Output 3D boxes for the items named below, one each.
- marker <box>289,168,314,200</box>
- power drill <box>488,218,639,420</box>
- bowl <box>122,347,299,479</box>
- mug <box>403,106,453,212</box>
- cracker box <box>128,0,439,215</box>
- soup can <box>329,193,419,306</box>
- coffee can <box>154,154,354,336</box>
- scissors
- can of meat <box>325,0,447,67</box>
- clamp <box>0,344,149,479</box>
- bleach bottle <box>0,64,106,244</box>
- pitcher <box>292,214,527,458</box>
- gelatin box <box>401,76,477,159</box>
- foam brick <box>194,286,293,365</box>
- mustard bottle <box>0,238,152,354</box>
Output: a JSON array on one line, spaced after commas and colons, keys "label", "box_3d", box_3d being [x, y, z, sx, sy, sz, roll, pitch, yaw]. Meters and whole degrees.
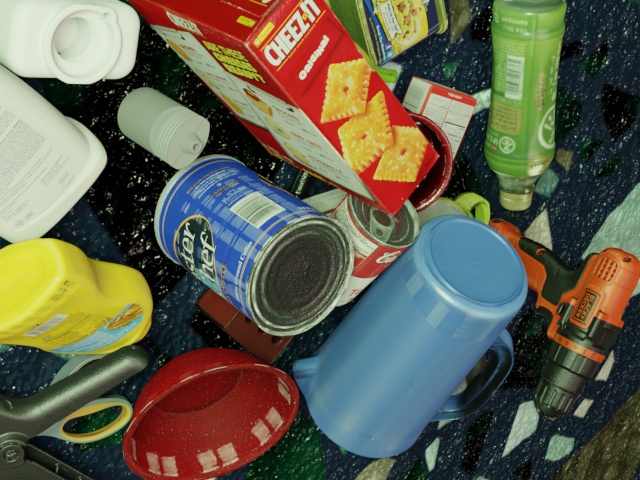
[{"label": "marker", "box_3d": [0.000, -0.092, 0.948, 0.020, 0.020, 0.121, 10, 106, -44]}, {"label": "power drill", "box_3d": [0.223, 0.070, 1.113, 0.057, 0.188, 0.184, 23, 96, -47]}, {"label": "bowl", "box_3d": [-0.103, 0.145, 0.946, 0.162, 0.055, 0.162, -16, 138, -15]}, {"label": "mug", "box_3d": [0.058, -0.087, 0.945, 0.093, 0.081, 0.117, -23, 110, 0]}, {"label": "cracker box", "box_3d": [-0.025, -0.125, 0.805, 0.072, 0.164, 0.213, -52, 136, -8]}, {"label": "soup can", "box_3d": [0.028, 0.003, 0.904, 0.068, 0.068, 0.102, -5, 151, -39]}, {"label": "coffee can", "box_3d": [-0.056, 0.001, 0.865, 0.102, 0.140, 0.103, -20, 125, -32]}, {"label": "scissors", "box_3d": [-0.241, 0.137, 0.871, 0.201, 0.016, 0.096, -1, 112, -41]}, {"label": "can of meat", "box_3d": [0.053, -0.204, 0.907, 0.083, 0.058, 0.102, -35, 131, -19]}, {"label": "clamp", "box_3d": [-0.240, 0.164, 0.836, 0.209, 0.036, 0.165, -6, 121, -23]}, {"label": "bleach bottle", "box_3d": [-0.235, -0.087, 0.666, 0.102, 0.068, 0.250, -50, 152, -7]}, {"label": "pitcher", "box_3d": [0.095, 0.090, 0.975, 0.149, 0.145, 0.243, -26, 158, -39]}, {"label": "gelatin box", "box_3d": [0.104, -0.106, 1.024, 0.073, 0.030, 0.089, 9, 108, -44]}, {"label": "foam brick", "box_3d": [-0.064, 0.067, 0.959, 0.053, 0.051, 0.078, -51, 136, -6]}, {"label": "mustard bottle", "box_3d": [-0.184, 0.051, 0.816, 0.096, 0.058, 0.191, -31, 159, 12]}]
